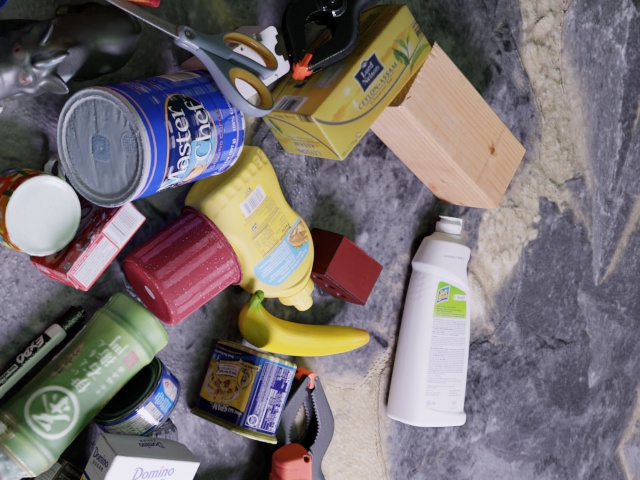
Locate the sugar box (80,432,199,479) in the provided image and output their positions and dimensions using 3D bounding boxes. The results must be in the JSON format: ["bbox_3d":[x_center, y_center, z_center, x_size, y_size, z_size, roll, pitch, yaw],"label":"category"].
[{"bbox_3d":[-0.189,0.264,0.984,0.093,0.048,0.176,16,102,-40],"label":"sugar box"}]

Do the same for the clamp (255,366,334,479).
[{"bbox_3d":[-0.038,0.248,1.190,0.164,0.036,0.210,-5,102,-37],"label":"clamp"}]

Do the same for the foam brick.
[{"bbox_3d":[0.021,0.030,1.183,0.078,0.053,0.051,38,74,-39],"label":"foam brick"}]

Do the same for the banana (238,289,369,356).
[{"bbox_3d":[-0.027,0.100,1.151,0.197,0.070,0.037,23,52,-49],"label":"banana"}]

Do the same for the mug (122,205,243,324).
[{"bbox_3d":[-0.135,0.033,1.035,0.081,0.093,0.117,-38,158,-23],"label":"mug"}]

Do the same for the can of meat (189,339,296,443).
[{"bbox_3d":[-0.078,0.152,1.093,0.057,0.102,0.084,23,82,-41],"label":"can of meat"}]

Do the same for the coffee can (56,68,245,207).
[{"bbox_3d":[-0.149,-0.095,0.952,0.140,0.103,0.103,-25,116,-54],"label":"coffee can"}]

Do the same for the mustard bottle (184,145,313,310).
[{"bbox_3d":[-0.058,0.001,1.105,0.096,0.058,0.191,-50,127,-27],"label":"mustard bottle"}]

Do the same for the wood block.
[{"bbox_3d":[0.136,-0.131,1.223,0.205,0.090,0.090,41,71,-38],"label":"wood block"}]

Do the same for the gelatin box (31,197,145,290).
[{"bbox_3d":[-0.211,-0.001,0.962,0.089,0.073,0.030,-53,127,-18],"label":"gelatin box"}]

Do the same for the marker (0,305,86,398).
[{"bbox_3d":[-0.261,0.103,0.977,0.121,0.020,0.020,-45,125,-25],"label":"marker"}]

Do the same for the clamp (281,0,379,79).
[{"bbox_3d":[0.020,-0.235,1.079,0.120,0.039,0.171,13,72,1],"label":"clamp"}]

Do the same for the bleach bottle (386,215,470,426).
[{"bbox_3d":[0.145,0.096,1.300,0.102,0.068,0.251,7,93,-42],"label":"bleach bottle"}]

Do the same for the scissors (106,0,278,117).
[{"bbox_3d":[-0.110,-0.162,0.945,0.201,0.016,0.096,6,60,-46],"label":"scissors"}]

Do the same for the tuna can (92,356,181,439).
[{"bbox_3d":[-0.178,0.149,1.015,0.086,0.086,0.033,-49,125,-22],"label":"tuna can"}]
